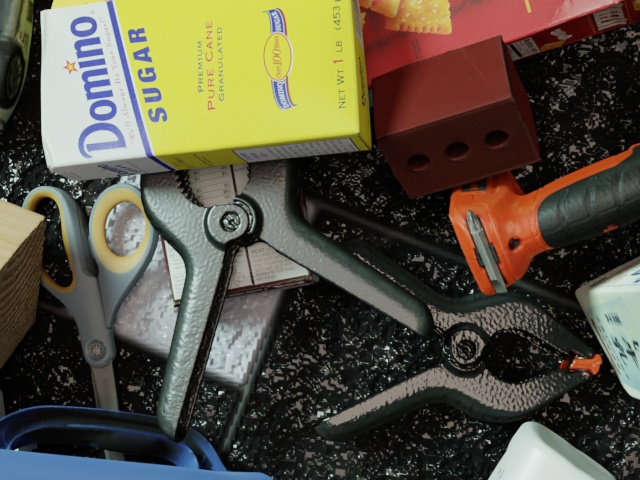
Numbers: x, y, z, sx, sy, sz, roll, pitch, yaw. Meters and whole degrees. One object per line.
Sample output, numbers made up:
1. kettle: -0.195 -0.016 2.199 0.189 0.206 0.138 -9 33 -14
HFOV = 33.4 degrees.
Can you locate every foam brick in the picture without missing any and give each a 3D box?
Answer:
1. foam brick: 0.072 -0.066 0.579 0.078 0.053 0.051 -17 50 19

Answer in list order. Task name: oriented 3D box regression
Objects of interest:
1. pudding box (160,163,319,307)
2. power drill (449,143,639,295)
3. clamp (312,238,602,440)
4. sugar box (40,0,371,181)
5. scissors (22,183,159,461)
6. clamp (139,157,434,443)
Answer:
1. pudding box: -0.055 -0.021 0.652 0.090 0.039 0.113 -11 83 3
2. power drill: 0.169 -0.044 0.598 0.188 0.184 0.057 -21 106 18
3. clamp: 0.077 0.075 0.638 0.171 0.039 0.120 15 88 3
4. sugar box: -0.064 -0.088 0.581 0.176 0.048 0.093 -6 81 10
5. scissors: -0.122 0.053 0.657 0.096 0.016 0.202 -25 85 8
6. clamp: -0.054 0.001 0.609 0.164 0.036 0.210 -29 80 2
